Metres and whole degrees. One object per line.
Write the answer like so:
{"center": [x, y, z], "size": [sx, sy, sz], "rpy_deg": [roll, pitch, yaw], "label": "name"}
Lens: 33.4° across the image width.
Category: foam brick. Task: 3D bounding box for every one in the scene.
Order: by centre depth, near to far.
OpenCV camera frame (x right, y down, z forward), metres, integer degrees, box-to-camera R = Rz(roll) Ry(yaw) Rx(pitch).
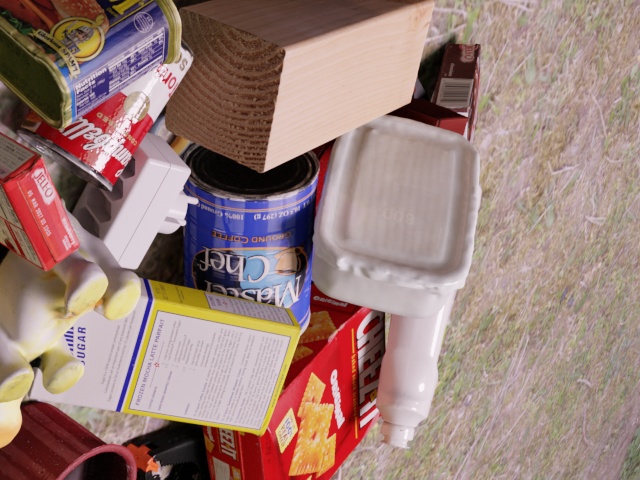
{"center": [0.083, -0.077, 0.912], "size": [0.051, 0.053, 0.078], "rpy_deg": [-16, 126, -51], "label": "foam brick"}

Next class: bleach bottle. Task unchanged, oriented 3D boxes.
{"center": [0.094, 0.067, 0.994], "size": [0.102, 0.068, 0.251], "rpy_deg": [37, 65, -80], "label": "bleach bottle"}

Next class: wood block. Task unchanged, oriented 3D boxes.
{"center": [-0.011, -0.132, 0.780], "size": [0.205, 0.090, 0.091], "rpy_deg": [-32, 140, -51], "label": "wood block"}

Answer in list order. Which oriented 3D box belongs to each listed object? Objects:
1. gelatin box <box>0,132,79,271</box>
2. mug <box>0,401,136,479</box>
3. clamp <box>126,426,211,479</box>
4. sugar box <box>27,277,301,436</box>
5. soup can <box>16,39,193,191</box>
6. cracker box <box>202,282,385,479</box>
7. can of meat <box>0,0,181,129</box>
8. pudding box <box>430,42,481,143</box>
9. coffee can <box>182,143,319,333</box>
{"center": [-0.185, -0.031, 0.616], "size": [0.030, 0.089, 0.073], "rpy_deg": [-45, 144, -28], "label": "gelatin box"}
{"center": [-0.186, 0.168, 0.774], "size": [0.117, 0.082, 0.093], "rpy_deg": [1, 112, -56], "label": "mug"}
{"center": [-0.121, 0.232, 0.964], "size": [0.164, 0.036, 0.209], "rpy_deg": [-62, 150, -7], "label": "clamp"}
{"center": [-0.112, 0.079, 0.765], "size": [0.176, 0.048, 0.093], "rpy_deg": [14, 105, -17], "label": "sugar box"}
{"center": [-0.134, -0.091, 0.670], "size": [0.102, 0.069, 0.068], "rpy_deg": [-59, 149, -9], "label": "soup can"}
{"center": [-0.016, 0.151, 0.982], "size": [0.213, 0.072, 0.164], "rpy_deg": [-42, 140, -43], "label": "cracker box"}
{"center": [-0.144, -0.121, 0.599], "size": [0.083, 0.102, 0.057], "rpy_deg": [-40, 162, -29], "label": "can of meat"}
{"center": [0.132, -0.124, 1.032], "size": [0.113, 0.039, 0.090], "rpy_deg": [-70, 161, -45], "label": "pudding box"}
{"center": [-0.055, 0.001, 0.823], "size": [0.102, 0.103, 0.140], "rpy_deg": [-31, 136, -42], "label": "coffee can"}
